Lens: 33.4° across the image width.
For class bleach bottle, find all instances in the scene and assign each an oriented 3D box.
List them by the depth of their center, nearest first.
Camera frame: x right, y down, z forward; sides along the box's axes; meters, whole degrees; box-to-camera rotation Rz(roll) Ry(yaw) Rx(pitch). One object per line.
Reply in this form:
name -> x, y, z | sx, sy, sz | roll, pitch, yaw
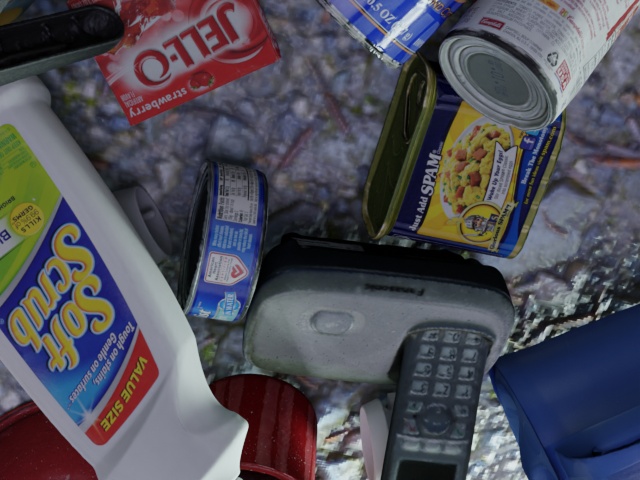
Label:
bleach bottle -> -0.112, 0.040, 0.543 | 0.102, 0.068, 0.251 | -39, 88, 2

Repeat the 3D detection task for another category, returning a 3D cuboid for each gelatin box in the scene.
gelatin box -> -0.074, -0.111, 0.552 | 0.089, 0.030, 0.073 | -22, 117, 6

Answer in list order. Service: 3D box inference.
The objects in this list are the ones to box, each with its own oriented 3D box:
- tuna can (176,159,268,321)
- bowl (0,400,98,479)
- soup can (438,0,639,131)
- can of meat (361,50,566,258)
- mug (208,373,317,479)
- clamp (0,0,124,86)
tuna can -> -0.054, 0.001, 0.581 | 0.033, 0.086, 0.086 | 10, 116, -13
bowl -> -0.152, 0.178, 0.679 | 0.162, 0.055, 0.162 | -2, 117, -4
soup can -> 0.113, -0.112, 0.525 | 0.068, 0.069, 0.102 | 46, 72, -24
can of meat -> 0.078, -0.044, 0.588 | 0.083, 0.057, 0.102 | 11, 115, -13
mug -> -0.036, 0.142, 0.650 | 0.093, 0.081, 0.117 | -35, 118, 26
clamp -> -0.162, -0.078, 0.474 | 0.171, 0.039, 0.120 | -36, 159, 1
